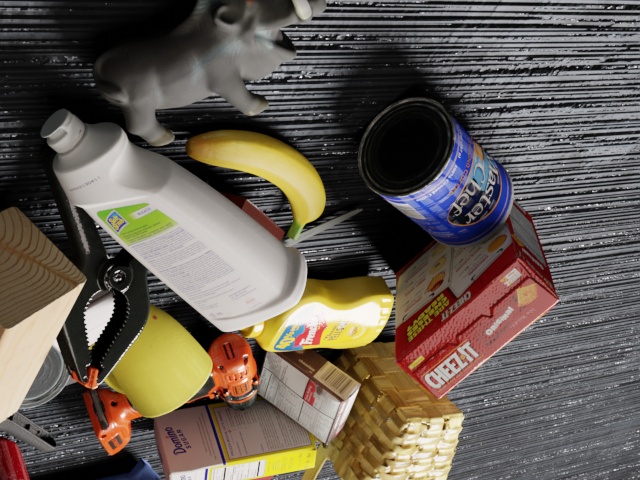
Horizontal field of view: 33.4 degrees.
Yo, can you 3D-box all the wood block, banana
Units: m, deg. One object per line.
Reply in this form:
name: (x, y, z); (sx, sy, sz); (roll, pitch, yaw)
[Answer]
wood block: (-0.285, 0.080, 0.890); (0.090, 0.091, 0.206); (-37, 168, -48)
banana: (-0.046, -0.060, 0.991); (0.069, 0.037, 0.197); (-47, 140, 1)

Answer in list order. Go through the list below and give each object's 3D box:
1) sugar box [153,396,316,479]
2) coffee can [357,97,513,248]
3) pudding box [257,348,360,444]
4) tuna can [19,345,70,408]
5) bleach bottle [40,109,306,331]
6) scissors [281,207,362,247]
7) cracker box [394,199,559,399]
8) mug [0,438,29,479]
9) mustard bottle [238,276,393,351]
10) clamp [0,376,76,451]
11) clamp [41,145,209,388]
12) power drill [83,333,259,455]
sugar box: (-0.101, 0.235, 1.250); (0.176, 0.093, 0.048); (-8, 133, -16)
coffee can: (0.115, -0.064, 1.045); (0.103, 0.103, 0.140); (-40, 143, 14)
pudding box: (-0.017, 0.170, 1.231); (0.039, 0.113, 0.090); (-39, 156, -40)
tuna can: (-0.284, 0.118, 1.027); (0.086, 0.034, 0.086); (-14, 120, -25)
bleach bottle: (-0.124, -0.022, 0.883); (0.103, 0.068, 0.250); (-24, 131, 27)
scissors: (-0.057, 0.001, 1.081); (0.202, 0.016, 0.096); (-34, 144, 5)
cracker box: (0.158, 0.048, 1.123); (0.072, 0.213, 0.164); (42, 109, -13)
mug: (-0.359, 0.262, 1.133); (0.093, 0.081, 0.117); (-37, 144, 10)
mustard bottle: (-0.018, 0.082, 1.169); (0.191, 0.058, 0.096); (0, 139, -34)
clamp: (-0.317, 0.156, 1.073); (0.171, 0.039, 0.120); (18, 108, -43)
clamp: (-0.176, 0.024, 0.936); (0.164, 0.036, 0.210); (2, 99, -40)
power drill: (-0.157, 0.172, 1.174); (0.187, 0.057, 0.184); (-22, 156, -9)
